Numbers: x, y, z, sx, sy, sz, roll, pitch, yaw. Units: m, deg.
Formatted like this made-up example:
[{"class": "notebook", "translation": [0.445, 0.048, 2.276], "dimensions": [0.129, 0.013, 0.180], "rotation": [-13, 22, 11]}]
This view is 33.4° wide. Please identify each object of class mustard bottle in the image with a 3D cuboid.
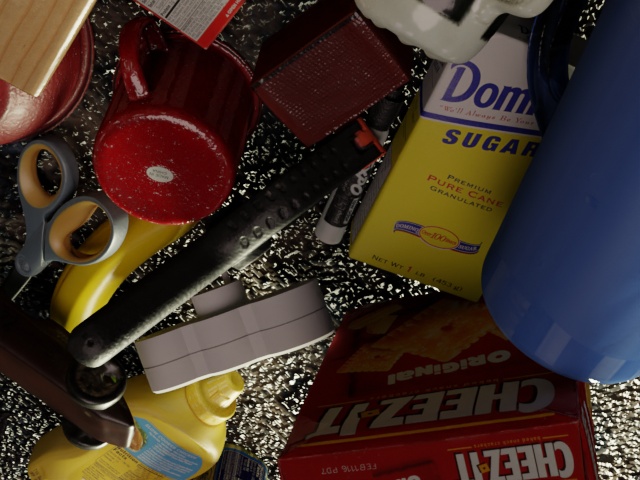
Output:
[{"class": "mustard bottle", "translation": [-0.129, 0.149, 0.810], "dimensions": [0.192, 0.058, 0.096], "rotation": [-35, 117, 29]}]

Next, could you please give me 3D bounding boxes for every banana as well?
[{"class": "banana", "translation": [-0.141, 0.026, 0.732], "dimensions": [0.069, 0.037, 0.198], "rotation": [12, 132, -26]}]

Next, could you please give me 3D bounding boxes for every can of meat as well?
[{"class": "can of meat", "translation": [-0.087, 0.223, 0.848], "dimensions": [0.057, 0.084, 0.102], "rotation": [32, 124, -19]}]

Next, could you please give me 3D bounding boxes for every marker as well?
[{"class": "marker", "translation": [0.024, -0.047, 0.664], "dimensions": [0.020, 0.020, 0.121], "rotation": [18, 128, -8]}]

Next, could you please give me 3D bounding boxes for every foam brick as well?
[{"class": "foam brick", "translation": [0.008, -0.102, 0.602], "dimensions": [0.078, 0.053, 0.051], "rotation": [-31, 119, 28]}]

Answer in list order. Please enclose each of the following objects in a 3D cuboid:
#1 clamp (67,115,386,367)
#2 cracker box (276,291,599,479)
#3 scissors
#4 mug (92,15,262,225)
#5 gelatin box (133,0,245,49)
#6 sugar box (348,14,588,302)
[{"class": "clamp", "translation": [-0.054, 0.001, 0.625], "dimensions": [0.210, 0.164, 0.036], "rotation": [-36, 94, 9]}, {"class": "cracker box", "translation": [0.079, 0.095, 0.646], "dimensions": [0.164, 0.213, 0.072], "rotation": [-11, 105, 16]}, {"class": "scissors", "translation": [-0.199, -0.006, 0.715], "dimensions": [0.202, 0.016, 0.096], "rotation": [-20, 97, 42]}, {"class": "mug", "translation": [-0.088, -0.072, 0.616], "dimensions": [0.093, 0.081, 0.117], "rotation": [-8, 127, 12]}, {"class": "gelatin box", "translation": [-0.076, -0.159, 0.580], "dimensions": [0.089, 0.030, 0.073], "rotation": [33, 126, -18]}, {"class": "sugar box", "translation": [0.091, -0.049, 0.639], "dimensions": [0.093, 0.048, 0.176], "rotation": [19, 129, -8]}]
